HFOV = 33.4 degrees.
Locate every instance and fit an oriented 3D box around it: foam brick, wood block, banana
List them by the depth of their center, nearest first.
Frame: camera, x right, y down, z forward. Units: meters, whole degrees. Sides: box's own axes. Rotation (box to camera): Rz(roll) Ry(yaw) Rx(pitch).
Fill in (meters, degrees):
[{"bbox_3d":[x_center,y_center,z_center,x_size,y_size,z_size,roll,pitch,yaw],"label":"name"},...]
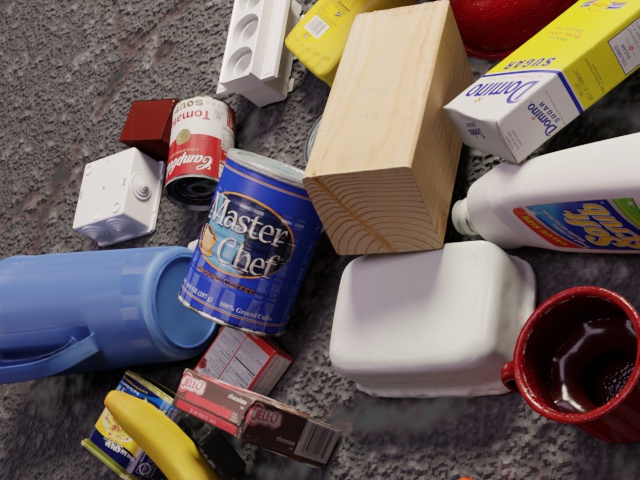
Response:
[{"bbox_3d":[0.061,-0.095,0.876,0.090,0.090,0.206,-5,46,23],"label":"wood block"},{"bbox_3d":[-0.118,0.207,0.916,0.037,0.069,0.198,-45,62,19],"label":"banana"},{"bbox_3d":[-0.174,-0.122,1.180,0.078,0.052,0.051,5,70,43],"label":"foam brick"}]

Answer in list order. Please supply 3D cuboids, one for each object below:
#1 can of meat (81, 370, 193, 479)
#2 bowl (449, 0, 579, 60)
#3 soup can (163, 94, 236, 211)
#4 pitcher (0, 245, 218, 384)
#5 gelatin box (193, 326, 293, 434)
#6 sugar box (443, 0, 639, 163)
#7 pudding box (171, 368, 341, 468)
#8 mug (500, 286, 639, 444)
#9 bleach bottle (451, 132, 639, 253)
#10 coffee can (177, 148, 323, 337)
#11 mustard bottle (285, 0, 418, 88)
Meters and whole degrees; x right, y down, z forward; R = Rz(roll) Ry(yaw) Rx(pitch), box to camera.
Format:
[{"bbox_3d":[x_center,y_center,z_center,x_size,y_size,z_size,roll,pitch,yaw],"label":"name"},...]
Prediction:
[{"bbox_3d":[-0.165,0.178,1.003,0.102,0.057,0.084,22,81,46],"label":"can of meat"},{"bbox_3d":[0.165,-0.242,0.943,0.162,0.055,0.162,-21,54,33],"label":"bowl"},{"bbox_3d":[-0.124,-0.091,1.107,0.069,0.068,0.102,-19,55,33],"label":"soup can"},{"bbox_3d":[-0.226,0.076,1.059,0.243,0.144,0.149,-7,71,36],"label":"pitcher"},{"bbox_3d":[-0.076,0.122,0.973,0.073,0.030,0.089,37,94,45],"label":"gelatin box"},{"bbox_3d":[0.187,-0.134,0.818,0.176,0.048,0.093,-36,22,-6],"label":"sugar box"},{"bbox_3d":[-0.052,0.146,0.878,0.090,0.113,0.039,16,79,45],"label":"pudding box"},{"bbox_3d":[0.180,0.091,0.724,0.117,0.081,0.093,-16,57,35],"label":"mug"},{"bbox_3d":[0.204,-0.026,0.771,0.251,0.102,0.068,-8,51,48],"label":"bleach bottle"},{"bbox_3d":[-0.056,0.001,0.948,0.103,0.102,0.140,29,102,46],"label":"coffee can"},{"bbox_3d":[0.052,-0.241,1.040,0.192,0.058,0.096,-49,38,10],"label":"mustard bottle"}]
